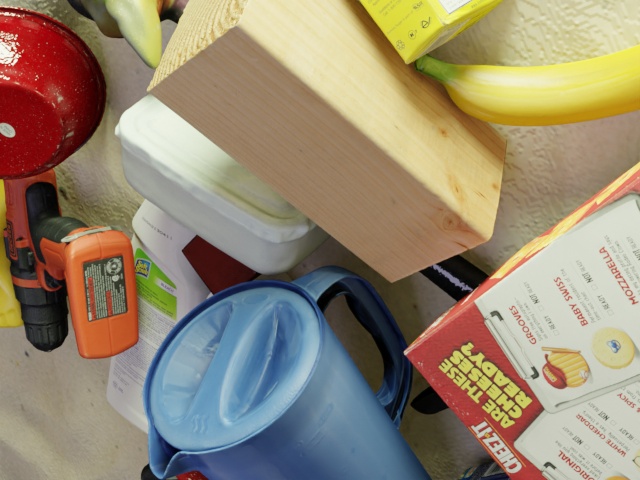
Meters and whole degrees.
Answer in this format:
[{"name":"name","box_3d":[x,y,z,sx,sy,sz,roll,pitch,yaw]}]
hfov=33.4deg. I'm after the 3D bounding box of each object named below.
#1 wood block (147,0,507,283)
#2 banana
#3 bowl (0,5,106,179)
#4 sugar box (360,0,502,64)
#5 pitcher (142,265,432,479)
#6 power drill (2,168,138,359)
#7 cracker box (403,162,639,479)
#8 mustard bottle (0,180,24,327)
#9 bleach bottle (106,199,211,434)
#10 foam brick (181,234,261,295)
[{"name":"wood block","box_3d":[0.011,-0.076,0.654,0.206,0.090,0.091,37,138,-25]},{"name":"banana","box_3d":[0.156,-0.094,0.616,0.198,0.069,0.037,-5,73,30]},{"name":"bowl","box_3d":[-0.251,-0.102,0.847,0.162,0.055,0.162,-7,133,-8]},{"name":"sugar box","box_3d":[0.032,-0.196,0.628,0.176,0.093,0.048,52,132,2]},{"name":"pitcher","box_3d":[0.001,0.141,0.755,0.149,0.145,0.242,-19,133,20]},{"name":"power drill","box_3d":[-0.221,0.035,0.922,0.188,0.057,0.184,25,124,51]},{"name":"cracker box","box_3d":[0.180,0.064,0.630,0.164,0.072,0.214,50,130,4]},{"name":"mustard bottle","box_3d":[-0.324,-0.014,1.012,0.096,0.058,0.191,9,119,38]},{"name":"bleach bottle","box_3d":[-0.120,0.052,0.898,0.103,0.068,0.251,29,126,21]},{"name":"foam brick","box_3d":[-0.055,0.001,0.811,0.053,0.078,0.051,52,134,1]}]
